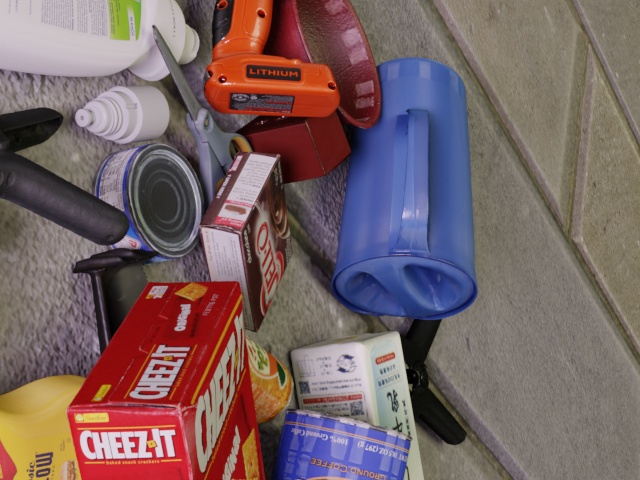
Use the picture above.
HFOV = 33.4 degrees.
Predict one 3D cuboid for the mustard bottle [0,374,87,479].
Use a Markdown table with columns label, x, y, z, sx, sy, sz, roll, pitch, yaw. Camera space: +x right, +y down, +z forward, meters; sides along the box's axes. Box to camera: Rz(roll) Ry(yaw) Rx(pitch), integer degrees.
| label | x | y | z | sx | sy | sz | roll | pitch | yaw |
| --- | --- | --- | --- | --- | --- | --- | --- | --- | --- |
| mustard bottle | -0.194 | 0.129 | 0.577 | 0.191 | 0.058 | 0.096 | 2 | 99 | -57 |

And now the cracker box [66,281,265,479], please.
| label | x | y | z | sx | sy | sz | roll | pitch | yaw |
| --- | --- | --- | --- | --- | --- | --- | --- | --- | --- |
| cracker box | -0.080 | 0.153 | 0.655 | 0.164 | 0.072 | 0.214 | -74 | 160 | -67 |

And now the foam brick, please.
| label | x | y | z | sx | sy | sz | roll | pitch | yaw |
| --- | --- | --- | --- | --- | --- | --- | --- | --- | --- |
| foam brick | -0.024 | -0.080 | 0.899 | 0.052 | 0.078 | 0.051 | -45 | 120 | -53 |

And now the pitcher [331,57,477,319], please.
| label | x | y | z | sx | sy | sz | roll | pitch | yaw |
| --- | --- | --- | --- | --- | --- | --- | --- | --- | --- |
| pitcher | 0.086 | -0.058 | 1.018 | 0.144 | 0.149 | 0.243 | 28 | 53 | -36 |

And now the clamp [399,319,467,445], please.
| label | x | y | z | sx | sy | sz | roll | pitch | yaw |
| --- | --- | --- | --- | --- | --- | --- | --- | --- | --- |
| clamp | 0.088 | 0.126 | 1.061 | 0.209 | 0.036 | 0.164 | 10 | 73 | -57 |

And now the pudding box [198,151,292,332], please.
| label | x | y | z | sx | sy | sz | roll | pitch | yaw |
| --- | --- | --- | --- | --- | --- | --- | --- | --- | --- |
| pudding box | -0.055 | 0.001 | 0.828 | 0.113 | 0.039 | 0.090 | 81 | 22 | -44 |

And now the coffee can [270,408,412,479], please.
| label | x | y | z | sx | sy | sz | roll | pitch | yaw |
| --- | --- | --- | --- | --- | --- | --- | --- | --- | --- |
| coffee can | 0.007 | 0.209 | 0.815 | 0.102 | 0.103 | 0.140 | 31 | 68 | -51 |

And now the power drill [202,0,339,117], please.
| label | x | y | z | sx | sy | sz | roll | pitch | yaw |
| --- | --- | --- | --- | --- | --- | --- | --- | --- | --- |
| power drill | -0.023 | -0.194 | 0.854 | 0.057 | 0.184 | 0.187 | 102 | -12 | -72 |

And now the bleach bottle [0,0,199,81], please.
| label | x | y | z | sx | sy | sz | roll | pitch | yaw |
| --- | --- | --- | --- | --- | --- | --- | --- | --- | --- |
| bleach bottle | -0.165 | -0.148 | 0.707 | 0.250 | 0.068 | 0.102 | 7 | 77 | -60 |

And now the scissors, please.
| label | x | y | z | sx | sy | sz | roll | pitch | yaw |
| --- | --- | --- | --- | --- | --- | --- | --- | --- | --- |
| scissors | -0.092 | -0.068 | 0.802 | 0.201 | 0.016 | 0.096 | 48 | 49 | -62 |

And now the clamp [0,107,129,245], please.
| label | x | y | z | sx | sy | sz | roll | pitch | yaw |
| --- | --- | --- | --- | --- | --- | --- | --- | --- | --- |
| clamp | -0.199 | -0.056 | 0.625 | 0.171 | 0.039 | 0.120 | 21 | 21 | -43 |

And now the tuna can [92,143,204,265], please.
| label | x | y | z | sx | sy | sz | roll | pitch | yaw |
| --- | --- | --- | --- | --- | --- | --- | --- | --- | --- |
| tuna can | -0.121 | -0.026 | 0.767 | 0.086 | 0.034 | 0.086 | 24 | 62 | -54 |

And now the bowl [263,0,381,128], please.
| label | x | y | z | sx | sy | sz | roll | pitch | yaw |
| --- | --- | --- | --- | --- | --- | --- | --- | --- | --- |
| bowl | -0.005 | -0.168 | 0.962 | 0.162 | 0.055 | 0.162 | 46 | 34 | -44 |
